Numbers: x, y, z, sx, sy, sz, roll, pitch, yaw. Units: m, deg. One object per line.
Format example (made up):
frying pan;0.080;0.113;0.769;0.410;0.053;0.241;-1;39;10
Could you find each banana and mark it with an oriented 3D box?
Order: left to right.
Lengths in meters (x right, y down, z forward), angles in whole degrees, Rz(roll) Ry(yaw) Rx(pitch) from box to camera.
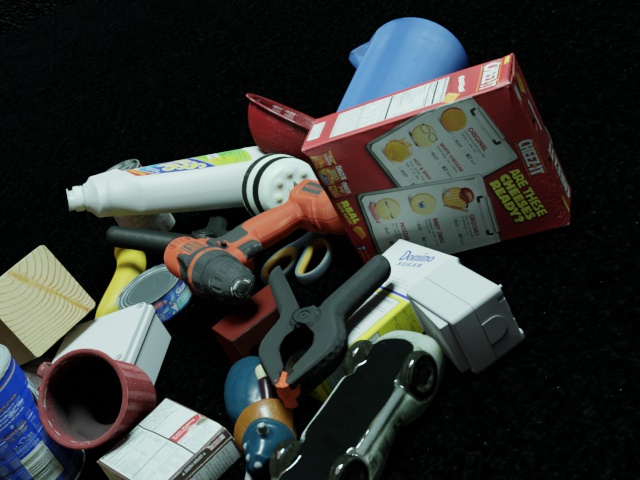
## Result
banana;-0.247;0.047;1.322;0.070;0.037;0.197;-19;28;17

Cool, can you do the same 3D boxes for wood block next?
wood block;-0.343;0.083;1.217;0.090;0.091;0.206;-45;10;-28

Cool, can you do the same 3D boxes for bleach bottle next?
bleach bottle;-0.186;-0.065;1.324;0.250;0.068;0.103;-9;19;-13

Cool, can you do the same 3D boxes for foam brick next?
foam brick;-0.056;0.089;1.046;0.078;0.053;0.051;-38;28;-17

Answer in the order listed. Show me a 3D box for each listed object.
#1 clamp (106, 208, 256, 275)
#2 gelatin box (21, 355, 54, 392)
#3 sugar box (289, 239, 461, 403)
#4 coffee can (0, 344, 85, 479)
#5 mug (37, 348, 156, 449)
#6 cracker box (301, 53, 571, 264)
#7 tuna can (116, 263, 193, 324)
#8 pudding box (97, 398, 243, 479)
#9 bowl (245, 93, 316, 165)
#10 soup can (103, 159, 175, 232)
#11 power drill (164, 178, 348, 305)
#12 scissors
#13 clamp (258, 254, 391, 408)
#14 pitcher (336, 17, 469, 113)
clamp;-0.147;0.007;1.252;0.164;0.036;0.210;-11;23;-26
gelatin box;-0.321;0.169;1.188;0.073;0.030;0.089;0;39;46
sugar box;0.046;0.074;0.984;0.176;0.048;0.093;-36;29;-20
coffee can;-0.306;0.184;1.023;0.103;0.140;0.103;-23;27;12
mug;-0.218;0.149;1.022;0.117;0.081;0.093;23;86;20
cracker box;0.114;-0.069;1.035;0.214;0.164;0.072;-16;31;25
tuna can;-0.191;0.065;1.239;0.086;0.033;0.086;-23;27;12
pudding box;-0.136;0.194;0.956;0.090;0.039;0.114;-43;28;-25
bowl;-0.029;-0.127;1.333;0.055;0.162;0.162;-65;25;10
soup can;-0.244;-0.047;1.410;0.068;0.102;0.068;-23;27;12
power drill;-0.057;0.001;1.108;0.187;0.057;0.185;-26;21;-20
scissors;-0.015;-0.008;1.218;0.096;0.016;0.201;-19;28;18
clamp;-0.016;0.074;0.943;0.120;0.039;0.171;-6;35;34
pitcher;0.092;-0.141;1.242;0.149;0.145;0.242;-22;28;40
